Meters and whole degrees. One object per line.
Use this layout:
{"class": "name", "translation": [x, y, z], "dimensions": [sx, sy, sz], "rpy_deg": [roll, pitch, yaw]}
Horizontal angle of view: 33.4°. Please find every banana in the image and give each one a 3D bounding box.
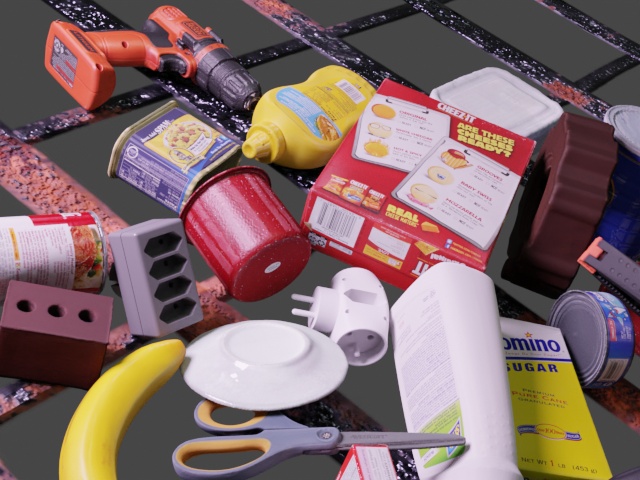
{"class": "banana", "translation": [-0.138, 0.133, 0.733], "dimensions": [0.069, 0.037, 0.197], "rpy_deg": [18, 35, -12]}

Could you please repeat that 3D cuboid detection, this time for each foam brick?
{"class": "foam brick", "translation": [-0.195, 0.069, 0.775], "dimensions": [0.078, 0.051, 0.053], "rpy_deg": [10, 37, -13]}

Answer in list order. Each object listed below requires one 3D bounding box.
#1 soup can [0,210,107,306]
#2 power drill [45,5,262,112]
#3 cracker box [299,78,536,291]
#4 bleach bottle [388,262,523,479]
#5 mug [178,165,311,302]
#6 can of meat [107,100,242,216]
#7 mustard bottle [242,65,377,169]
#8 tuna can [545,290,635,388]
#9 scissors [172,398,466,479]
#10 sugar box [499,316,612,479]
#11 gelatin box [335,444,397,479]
{"class": "soup can", "translation": [-0.223, 0.014, 0.819], "dimensions": [0.102, 0.069, 0.068], "rpy_deg": [-5, 43, -30]}
{"class": "power drill", "translation": [-0.174, -0.181, 1.109], "dimensions": [0.187, 0.057, 0.185], "rpy_deg": [-13, 44, -41]}
{"class": "cracker box", "translation": [0.093, -0.046, 0.985], "dimensions": [0.164, 0.072, 0.213], "rpy_deg": [24, 41, 7]}
{"class": "bleach bottle", "translation": [0.102, 0.139, 0.805], "dimensions": [0.068, 0.103, 0.251], "rpy_deg": [19, 43, -20]}
{"class": "mug", "translation": [-0.056, 0.001, 0.913], "dimensions": [0.081, 0.093, 0.117], "rpy_deg": [52, 9, 29]}
{"class": "can of meat", "translation": [-0.131, -0.074, 0.990], "dimensions": [0.084, 0.057, 0.102], "rpy_deg": [31, 38, 11]}
{"class": "mustard bottle", "translation": [-0.014, -0.121, 1.104], "dimensions": [0.096, 0.058, 0.191], "rpy_deg": [45, 41, 12]}
{"class": "tuna can", "translation": [0.235, 0.087, 0.932], "dimensions": [0.033, 0.086, 0.086], "rpy_deg": [4, 39, -24]}
{"class": "scissors", "translation": [-0.006, 0.132, 0.765], "dimensions": [0.201, 0.016, 0.096], "rpy_deg": [-9, 31, -8]}
{"class": "sugar box", "translation": [0.169, 0.135, 0.871], "dimensions": [0.093, 0.048, 0.176], "rpy_deg": [11, 38, -13]}
{"class": "gelatin box", "translation": [0.032, 0.192, 0.706], "dimensions": [0.030, 0.073, 0.089], "rpy_deg": [5, 38, -20]}
